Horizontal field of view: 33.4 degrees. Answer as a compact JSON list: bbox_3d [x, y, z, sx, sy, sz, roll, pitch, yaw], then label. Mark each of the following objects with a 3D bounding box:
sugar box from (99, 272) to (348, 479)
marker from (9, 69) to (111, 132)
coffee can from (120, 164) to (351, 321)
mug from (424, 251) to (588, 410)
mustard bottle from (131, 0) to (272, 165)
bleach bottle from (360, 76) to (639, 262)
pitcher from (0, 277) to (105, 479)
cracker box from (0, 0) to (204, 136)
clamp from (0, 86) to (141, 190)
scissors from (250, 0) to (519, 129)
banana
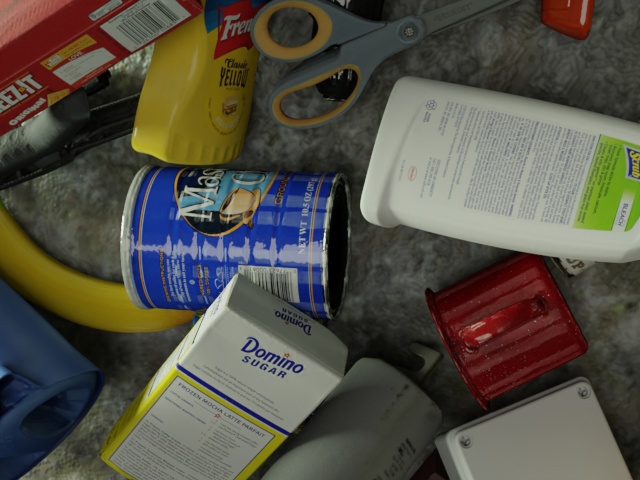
[{"bbox_3d":[-0.067,0.110,0.726,0.093,0.048,0.176,34,119,-12],"label":"sugar box"},{"bbox_3d":[-0.206,-0.096,0.793,0.121,0.020,0.020,-29,96,16],"label":"marker"},{"bbox_3d":[-0.055,0.001,0.742,0.140,0.102,0.103,3,103,10],"label":"coffee can"},{"bbox_3d":[0.125,0.055,0.715,0.081,0.117,0.093,-28,76,11],"label":"mug"},{"bbox_3d":[-0.070,-0.149,0.714,0.058,0.096,0.192,21,106,27],"label":"mustard bottle"},{"bbox_3d":[0.156,-0.027,0.648,0.251,0.068,0.102,17,95,21],"label":"bleach bottle"},{"bbox_3d":[-0.285,0.068,0.783,0.243,0.144,0.149,43,111,13],"label":"pitcher"},{"bbox_3d":[-0.182,-0.197,0.684,0.164,0.072,0.214,-28,61,15],"label":"cracker box"},{"bbox_3d":[-0.183,-0.073,0.766,0.172,0.120,0.039,-19,82,36],"label":"clamp"},{"bbox_3d":[0.040,-0.145,0.677,0.202,0.016,0.096,-33,101,21],"label":"scissors"},{"bbox_3d":[-0.188,0.027,0.808,0.198,0.037,0.070,31,109,3],"label":"banana"}]
